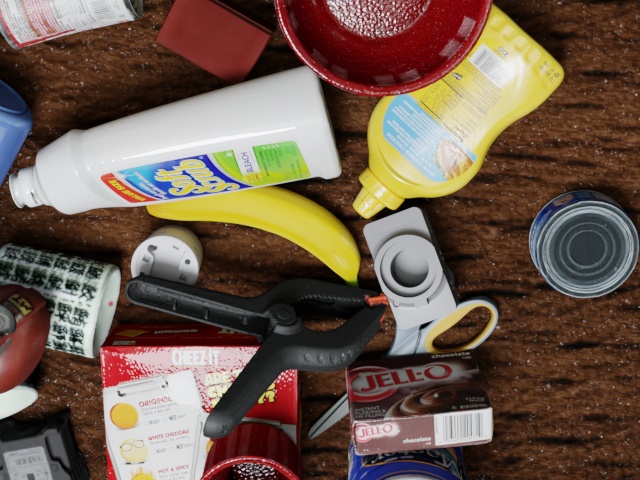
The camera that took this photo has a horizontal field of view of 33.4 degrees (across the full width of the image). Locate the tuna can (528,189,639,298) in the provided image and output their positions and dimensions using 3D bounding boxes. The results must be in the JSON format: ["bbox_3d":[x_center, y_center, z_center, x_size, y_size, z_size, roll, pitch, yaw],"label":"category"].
[{"bbox_3d":[0.217,0.003,0.879,0.086,0.033,0.086,1,106,2],"label":"tuna can"}]

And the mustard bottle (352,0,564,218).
[{"bbox_3d":[0.094,-0.092,0.844,0.096,0.058,0.192,42,104,1],"label":"mustard bottle"}]

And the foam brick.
[{"bbox_3d":[-0.081,-0.162,0.837,0.078,0.053,0.051,29,105,-5],"label":"foam brick"}]

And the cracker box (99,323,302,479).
[{"bbox_3d":[-0.098,0.180,0.925,0.164,0.072,0.214,0,105,1],"label":"cracker box"}]

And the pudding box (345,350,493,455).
[{"bbox_3d":[0.078,0.132,0.876,0.113,0.090,0.039,-4,116,-1],"label":"pudding box"}]

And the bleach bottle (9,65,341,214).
[{"bbox_3d":[-0.115,-0.065,0.833,0.251,0.102,0.068,-14,66,4],"label":"bleach bottle"}]

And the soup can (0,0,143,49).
[{"bbox_3d":[-0.196,-0.193,0.825,0.102,0.068,0.068,-12,105,5],"label":"soup can"}]

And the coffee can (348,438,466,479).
[{"bbox_3d":[0.073,0.210,0.889,0.103,0.140,0.103,1,106,2],"label":"coffee can"}]

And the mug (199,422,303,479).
[{"bbox_3d":[-0.056,0.208,0.851,0.093,0.081,0.117,8,104,-3],"label":"mug"}]

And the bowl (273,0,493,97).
[{"bbox_3d":[0.045,-0.191,0.794,0.162,0.055,0.162,-1,108,-2],"label":"bowl"}]

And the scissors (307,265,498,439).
[{"bbox_3d":[0.055,0.090,0.921,0.202,0.016,0.096,-28,101,10],"label":"scissors"}]

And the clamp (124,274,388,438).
[{"bbox_3d":[-0.033,0.079,0.837,0.209,0.165,0.036,-4,132,-26],"label":"clamp"}]

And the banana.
[{"bbox_3d":[-0.045,-0.013,0.885,0.197,0.037,0.070,25,105,-4],"label":"banana"}]
